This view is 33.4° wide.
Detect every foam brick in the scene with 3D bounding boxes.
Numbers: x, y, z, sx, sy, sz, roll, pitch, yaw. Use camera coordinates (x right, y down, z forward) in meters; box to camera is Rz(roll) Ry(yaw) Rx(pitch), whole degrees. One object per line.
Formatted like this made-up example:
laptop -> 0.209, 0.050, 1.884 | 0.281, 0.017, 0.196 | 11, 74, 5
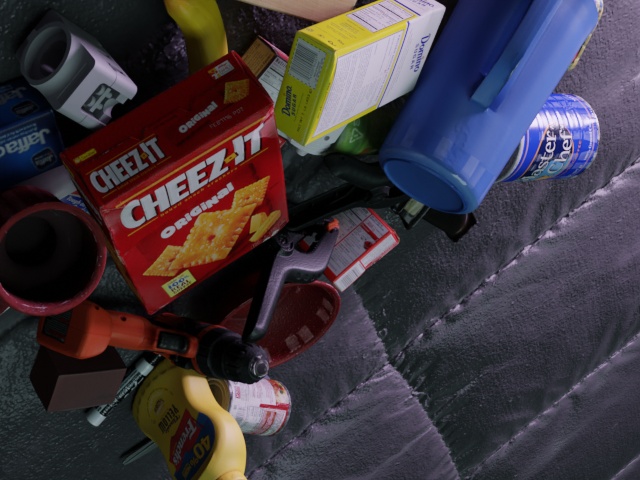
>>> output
foam brick -> -0.248, 0.136, 1.089 | 0.078, 0.051, 0.053 | -1, 128, -41

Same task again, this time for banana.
banana -> -0.102, -0.165, 0.903 | 0.037, 0.069, 0.198 | 6, 150, 5

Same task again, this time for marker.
marker -> -0.210, 0.155, 1.169 | 0.121, 0.020, 0.020 | -46, 143, 5

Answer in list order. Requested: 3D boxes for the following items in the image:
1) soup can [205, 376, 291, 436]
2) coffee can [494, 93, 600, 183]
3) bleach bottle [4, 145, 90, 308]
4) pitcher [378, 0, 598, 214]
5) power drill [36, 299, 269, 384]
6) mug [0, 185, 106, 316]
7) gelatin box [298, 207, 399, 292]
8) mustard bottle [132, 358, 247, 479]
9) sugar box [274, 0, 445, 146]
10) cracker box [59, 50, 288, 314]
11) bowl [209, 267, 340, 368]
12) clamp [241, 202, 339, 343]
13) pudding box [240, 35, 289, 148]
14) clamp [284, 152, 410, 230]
soup can -> -0.092, 0.190, 1.239 | 0.102, 0.069, 0.068 | 18, 114, -47
coffee can -> 0.236, -0.118, 1.223 | 0.140, 0.103, 0.103 | -5, 130, -39
bleach bottle -> -0.233, -0.031, 0.930 | 0.250, 0.068, 0.102 | -39, 140, -8
pitcher -> 0.159, -0.153, 1.024 | 0.242, 0.145, 0.149 | -59, 138, -14
power drill -> -0.164, 0.097, 1.036 | 0.187, 0.185, 0.057 | 18, 84, -41
mug -> -0.236, 0.013, 0.853 | 0.093, 0.082, 0.117 | 41, 84, -35
gelatin box -> 0.031, 0.002, 1.186 | 0.089, 0.073, 0.030 | -41, 144, -2
mustard bottle -> -0.132, 0.219, 1.156 | 0.058, 0.192, 0.096 | 18, 114, -49
sugar box -> 0.034, -0.154, 0.922 | 0.175, 0.048, 0.093 | -35, 153, -48
cracker box -> -0.113, -0.040, 0.915 | 0.164, 0.072, 0.214 | -34, 158, -13
bowl -> -0.061, 0.079, 1.182 | 0.162, 0.055, 0.162 | -21, 146, -15
clamp -> -0.057, 0.001, 1.091 | 0.036, 0.164, 0.209 | -40, 173, 38
pudding box -> -0.059, -0.125, 1.009 | 0.113, 0.039, 0.089 | -51, 143, 9
clamp -> 0.050, -0.061, 1.080 | 0.171, 0.039, 0.120 | -16, 164, -26
